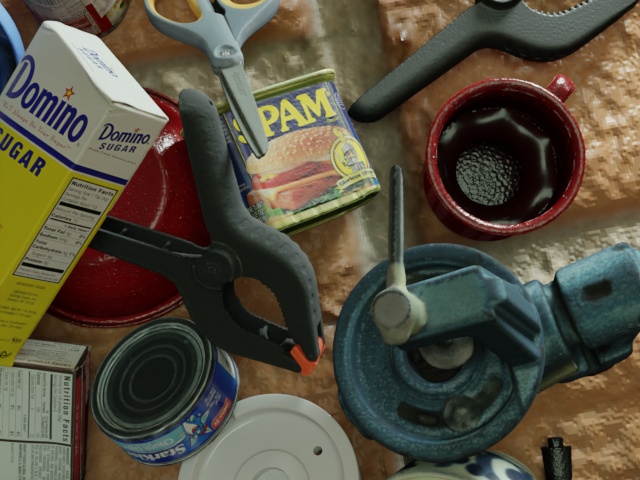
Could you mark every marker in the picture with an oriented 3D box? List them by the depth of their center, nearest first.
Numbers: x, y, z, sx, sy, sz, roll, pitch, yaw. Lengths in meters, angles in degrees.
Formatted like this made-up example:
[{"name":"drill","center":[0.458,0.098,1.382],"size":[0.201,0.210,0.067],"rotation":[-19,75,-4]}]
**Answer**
[{"name":"marker","center":[0.150,0.182,0.656],"size":[0.020,0.020,0.121],"rotation":[-3,82,-1]}]

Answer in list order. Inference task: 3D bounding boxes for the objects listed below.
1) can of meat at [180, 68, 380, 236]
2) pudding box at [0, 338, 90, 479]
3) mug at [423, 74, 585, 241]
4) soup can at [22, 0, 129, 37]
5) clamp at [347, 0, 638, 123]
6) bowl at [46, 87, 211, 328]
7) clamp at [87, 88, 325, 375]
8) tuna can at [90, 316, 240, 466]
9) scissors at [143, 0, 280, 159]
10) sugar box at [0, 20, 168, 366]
[{"name":"can of meat","center":[-0.022,-0.048,0.657],"size":[0.101,0.058,0.084],"rotation":[-22,85,-28]},{"name":"pudding box","center":[-0.197,0.103,0.641],"size":[0.113,0.039,0.090],"rotation":[6,109,-1]},{"name":"mug","center":[0.114,-0.053,0.656],"size":[0.093,0.081,0.117],"rotation":[37,84,4]},{"name":"soup can","center":[-0.160,-0.171,0.661],"size":[0.068,0.102,0.068],"rotation":[0,83,0]},{"name":"clamp","center":[0.107,-0.171,0.694],"size":[0.210,0.036,0.164],"rotation":[-10,83,-3]},{"name":"bowl","center":[-0.136,-0.027,0.667],"size":[0.162,0.055,0.162],"rotation":[0,82,0]},{"name":"clamp","center":[-0.054,0.001,0.603],"size":[0.171,0.039,0.120],"rotation":[38,119,-4]},{"name":"tuna can","center":[-0.094,0.089,0.638],"size":[0.086,0.033,0.086],"rotation":[-16,48,18]},{"name":"scissors","center":[-0.042,-0.118,0.646],"size":[0.096,0.016,0.202],"rotation":[-24,46,-20]},{"name":"sugar box","center":[-0.163,-0.025,0.593],"size":[0.093,0.048,0.176],"rotation":[47,112,37]}]
